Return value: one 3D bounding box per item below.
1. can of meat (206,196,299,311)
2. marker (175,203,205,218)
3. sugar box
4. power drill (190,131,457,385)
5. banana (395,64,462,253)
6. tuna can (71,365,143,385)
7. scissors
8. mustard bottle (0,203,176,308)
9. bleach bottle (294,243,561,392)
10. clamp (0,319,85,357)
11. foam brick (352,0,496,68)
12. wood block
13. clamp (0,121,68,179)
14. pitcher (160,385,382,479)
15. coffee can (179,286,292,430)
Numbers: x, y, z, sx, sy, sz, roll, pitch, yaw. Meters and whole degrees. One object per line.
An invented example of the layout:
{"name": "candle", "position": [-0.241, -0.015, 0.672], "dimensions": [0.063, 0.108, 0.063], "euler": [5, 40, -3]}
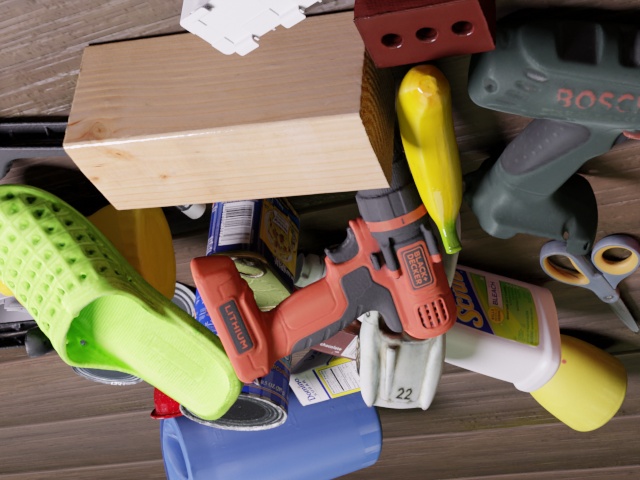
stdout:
{"name": "can of meat", "position": [-0.056, 0.001, 0.906], "dimensions": [0.057, 0.084, 0.102], "euler": [-6, 150, 19]}
{"name": "marker", "position": [-0.140, -0.053, 0.888], "dimensions": [0.020, 0.020, 0.121], "euler": [-14, 146, 31]}
{"name": "sugar box", "position": [0.056, 0.112, 1.084], "dimensions": [0.177, 0.093, 0.048], "euler": [-25, 101, 42]}
{"name": "power drill", "position": [0.000, 0.016, 0.821], "dimensions": [0.187, 0.057, 0.184], "euler": [-21, 107, -2]}
{"name": "banana", "position": [0.079, -0.069, 0.739], "dimensions": [0.037, 0.070, 0.197], "euler": [-26, 146, -2]}
{"name": "tuna can", "position": [-0.243, 0.137, 1.239], "dimensions": [0.086, 0.033, 0.086], "euler": [4, 152, 2]}
{"name": "scissors", "position": [0.283, 0.041, 1.000], "dimensions": [0.201, 0.016, 0.096], "euler": [28, 144, -37]}
{"name": "mustard bottle", "position": [-0.225, 0.021, 0.962], "dimensions": [0.192, 0.096, 0.058], "euler": [-8, -176, 25]}
{"name": "bleach bottle", "position": [0.095, 0.063, 0.977], "dimensions": [0.250, 0.102, 0.068], "euler": [15, 141, -17]}
{"name": "clamp", "position": [-0.246, 0.087, 1.008], "dimensions": [0.120, 0.039, 0.171], "euler": [7, -169, 43]}
{"name": "foam brick", "position": [0.065, -0.145, 0.652], "dimensions": [0.078, 0.051, 0.053], "euler": [-7, 150, 20]}
{"name": "wood block", "position": [-0.058, -0.086, 0.739], "dimensions": [0.206, 0.091, 0.090], "euler": [-4, 151, 16]}
{"name": "clamp", "position": [-0.277, -0.086, 0.826], "dimensions": [0.210, 0.036, 0.164], "euler": [-15, 148, 36]}
{"name": "pitcher", "position": [-0.060, 0.225, 1.234], "dimensions": [0.242, 0.149, 0.145], "euler": [-11, -169, -22]}
{"name": "coffee can", "position": [-0.077, 0.101, 1.034], "dimensions": [0.103, 0.140, 0.103], "euler": [4, 152, 2]}
